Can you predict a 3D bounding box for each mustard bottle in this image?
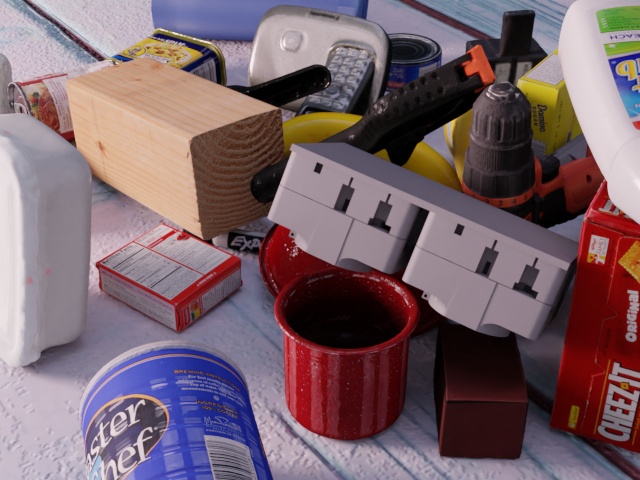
[{"bbox_3d":[0.139,-0.089,0.930,0.058,0.096,0.191,-14,13,6],"label":"mustard bottle"}]

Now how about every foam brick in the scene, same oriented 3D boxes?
[{"bbox_3d":[0.103,0.098,0.696,0.053,0.051,0.078,2,34,1],"label":"foam brick"}]

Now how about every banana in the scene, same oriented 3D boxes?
[{"bbox_3d":[0.034,-0.079,0.956,0.198,0.069,0.037,7,-8,5],"label":"banana"}]

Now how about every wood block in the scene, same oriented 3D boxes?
[{"bbox_3d":[-0.126,-0.085,0.915,0.090,0.091,0.206,-23,33,-32],"label":"wood block"}]

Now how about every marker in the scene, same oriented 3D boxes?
[{"bbox_3d":[-0.056,0.001,0.872,0.121,0.020,0.020,10,35,15],"label":"marker"}]

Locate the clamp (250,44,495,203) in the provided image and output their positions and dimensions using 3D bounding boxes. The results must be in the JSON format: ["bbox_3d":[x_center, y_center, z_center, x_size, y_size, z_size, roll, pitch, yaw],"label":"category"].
[{"bbox_3d":[0.048,-0.083,0.805,0.164,0.210,0.036,-19,82,-32],"label":"clamp"}]

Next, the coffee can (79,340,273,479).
[{"bbox_3d":[-0.076,0.138,0.588,0.102,0.103,0.140,-8,34,-12],"label":"coffee can"}]

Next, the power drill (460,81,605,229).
[{"bbox_3d":[0.179,-0.062,0.802,0.187,0.184,0.057,-29,46,-27],"label":"power drill"}]

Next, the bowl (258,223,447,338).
[{"bbox_3d":[0.035,0.002,0.816,0.162,0.055,0.162,5,41,-4],"label":"bowl"}]

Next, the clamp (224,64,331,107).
[{"bbox_3d":[-0.072,-0.126,0.997,0.120,0.039,0.172,-35,28,-32],"label":"clamp"}]

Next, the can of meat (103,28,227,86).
[{"bbox_3d":[-0.162,-0.171,1.101,0.102,0.057,0.083,20,41,29],"label":"can of meat"}]

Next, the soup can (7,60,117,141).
[{"bbox_3d":[-0.240,-0.131,1.028,0.102,0.068,0.069,-20,38,-27],"label":"soup can"}]

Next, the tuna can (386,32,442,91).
[{"bbox_3d":[0.089,-0.194,1.155,0.086,0.034,0.086,0,33,0],"label":"tuna can"}]

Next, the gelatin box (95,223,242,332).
[{"bbox_3d":[-0.117,0.027,0.823,0.089,0.030,0.073,23,41,31],"label":"gelatin box"}]

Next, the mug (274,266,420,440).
[{"bbox_3d":[0.016,0.069,0.711,0.093,0.081,0.117,-1,34,-2],"label":"mug"}]

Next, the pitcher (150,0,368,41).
[{"bbox_3d":[-0.066,-0.289,1.230,0.243,0.145,0.149,7,46,3],"label":"pitcher"}]

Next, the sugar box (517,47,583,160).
[{"bbox_3d":[0.239,-0.138,1.017,0.048,0.093,0.175,23,40,29],"label":"sugar box"}]
